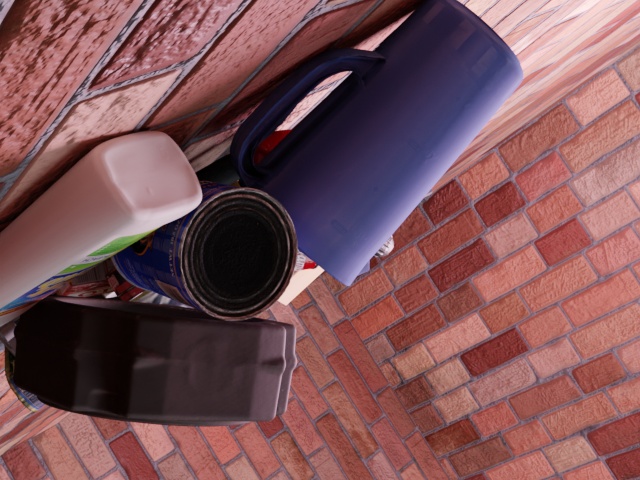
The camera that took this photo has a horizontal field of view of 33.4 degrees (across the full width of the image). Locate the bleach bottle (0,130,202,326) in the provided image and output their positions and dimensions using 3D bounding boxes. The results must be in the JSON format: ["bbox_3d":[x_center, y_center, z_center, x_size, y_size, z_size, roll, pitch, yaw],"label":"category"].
[{"bbox_3d":[-0.209,0.011,0.803,0.251,0.068,0.102,-32,176,30],"label":"bleach bottle"}]

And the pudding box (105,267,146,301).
[{"bbox_3d":[-0.137,0.011,0.989,0.113,0.039,0.090,-31,-177,-26],"label":"pudding box"}]

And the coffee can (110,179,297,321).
[{"bbox_3d":[-0.098,0.002,0.860,0.102,0.103,0.141,-30,-157,-26],"label":"coffee can"}]

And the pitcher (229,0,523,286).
[{"bbox_3d":[0.048,-0.094,0.906,0.243,0.145,0.149,-47,169,5],"label":"pitcher"}]

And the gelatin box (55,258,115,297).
[{"bbox_3d":[-0.212,0.034,1.055,0.089,0.030,0.073,-10,170,-25],"label":"gelatin box"}]
